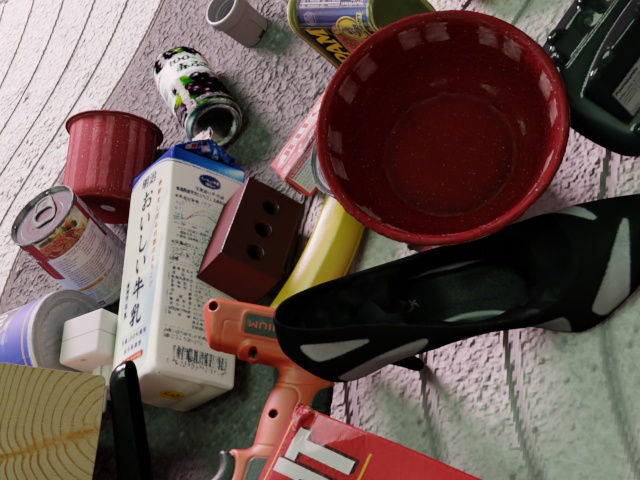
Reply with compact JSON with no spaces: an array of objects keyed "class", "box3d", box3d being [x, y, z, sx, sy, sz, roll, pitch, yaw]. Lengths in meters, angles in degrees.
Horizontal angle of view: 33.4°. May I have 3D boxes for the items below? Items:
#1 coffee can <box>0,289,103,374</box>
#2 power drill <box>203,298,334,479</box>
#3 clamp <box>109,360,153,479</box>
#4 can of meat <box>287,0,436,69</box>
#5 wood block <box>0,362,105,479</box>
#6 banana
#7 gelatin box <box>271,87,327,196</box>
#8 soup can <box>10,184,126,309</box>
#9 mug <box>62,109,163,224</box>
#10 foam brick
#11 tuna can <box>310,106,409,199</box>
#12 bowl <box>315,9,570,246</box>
[{"class":"coffee can","box3d":[-0.259,0.111,0.933,0.141,0.102,0.103,-20,56,30]},{"class":"power drill","box3d":[-0.060,0.138,0.728,0.184,0.057,0.187,10,74,0]},{"class":"clamp","box3d":[-0.130,0.203,0.791,0.164,0.036,0.210,39,104,8]},{"class":"can of meat","box3d":[0.039,-0.171,0.839,0.084,0.102,0.057,10,74,42]},{"class":"wood block","box3d":[-0.232,0.172,0.830,0.206,0.090,0.090,129,148,-59]},{"class":"banana","box3d":[-0.007,0.016,0.824,0.070,0.037,0.198,31,90,46]},{"class":"gelatin box","box3d":[0.000,-0.082,0.854,0.089,0.030,0.073,-53,16,4]},{"class":"soup can","box3d":[-0.218,0.008,0.957,0.069,0.102,0.068,-21,41,20]},{"class":"mug","box3d":[-0.201,-0.062,1.009,0.117,0.093,0.081,139,137,-62]},{"class":"foam brick","box3d":[-0.056,0.001,0.842,0.051,0.053,0.078,-40,27,52]},{"class":"tuna can","box3d":[0.035,-0.065,0.779,0.086,0.033,0.086,-24,53,36]},{"class":"bowl","box3d":[0.081,-0.066,0.697,0.162,0.055,0.162,-4,72,13]}]
